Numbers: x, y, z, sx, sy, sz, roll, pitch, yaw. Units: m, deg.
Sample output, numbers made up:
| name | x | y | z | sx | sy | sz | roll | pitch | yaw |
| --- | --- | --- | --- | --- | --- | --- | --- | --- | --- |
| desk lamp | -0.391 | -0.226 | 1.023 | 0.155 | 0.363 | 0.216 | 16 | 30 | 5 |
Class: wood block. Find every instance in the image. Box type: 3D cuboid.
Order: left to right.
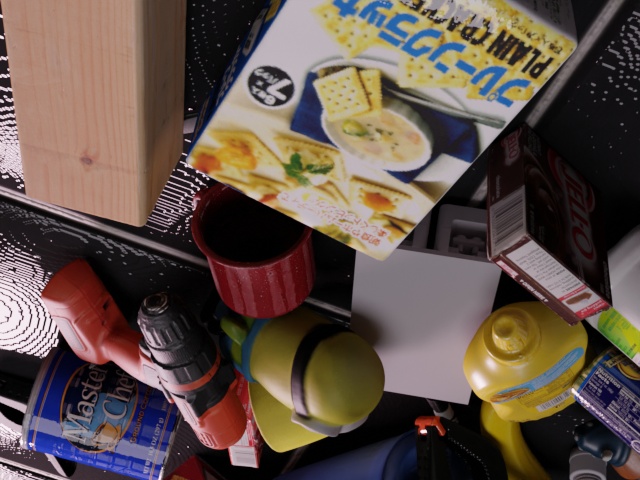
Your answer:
| name | x | y | z | sx | sy | sz | roll | pitch | yaw |
| --- | --- | --- | --- | --- | --- | --- | --- | --- | --- |
| wood block | -0.142 | -0.119 | 0.690 | 0.091 | 0.090 | 0.206 | 15 | 137 | 5 |

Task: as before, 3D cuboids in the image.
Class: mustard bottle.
| name | x | y | z | sx | sy | sz | roll | pitch | yaw |
| --- | --- | --- | --- | --- | --- | --- | --- | --- | --- |
| mustard bottle | 0.160 | 0.090 | 0.821 | 0.096 | 0.058 | 0.191 | -30 | 154 | 9 |

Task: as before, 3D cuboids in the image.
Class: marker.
| name | x | y | z | sx | sy | sz | roll | pitch | yaw |
| --- | --- | --- | --- | --- | --- | --- | --- | --- | --- |
| marker | 0.124 | 0.177 | 1.023 | 0.020 | 0.020 | 0.121 | -7 | 136 | 22 |

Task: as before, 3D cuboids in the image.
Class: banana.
| name | x | y | z | sx | sy | sz | roll | pitch | yaw |
| --- | --- | --- | --- | --- | --- | --- | --- | --- | --- |
| banana | 0.190 | 0.199 | 1.010 | 0.070 | 0.037 | 0.197 | -6 | 131 | 40 |

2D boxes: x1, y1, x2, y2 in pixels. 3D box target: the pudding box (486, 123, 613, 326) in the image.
| name | x | y | z | sx | sy | sz | roll | pitch | yaw |
| --- | --- | --- | --- | --- | --- | --- | --- | --- | --- |
| pudding box | 0.155 | -0.012 | 0.725 | 0.090 | 0.113 | 0.039 | 36 | 132 | -25 |

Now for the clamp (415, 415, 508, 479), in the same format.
| name | x | y | z | sx | sy | sz | roll | pitch | yaw |
| --- | --- | --- | --- | --- | --- | --- | --- | --- | --- |
| clamp | 0.141 | 0.253 | 0.962 | 0.210 | 0.164 | 0.036 | 53 | 149 | -13 |

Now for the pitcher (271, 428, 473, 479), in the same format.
| name | x | y | z | sx | sy | sz | roll | pitch | yaw |
| --- | --- | --- | --- | --- | --- | --- | --- | --- | --- |
| pitcher | 0.031 | 0.271 | 1.054 | 0.149 | 0.145 | 0.243 | 38 | 143 | -21 |

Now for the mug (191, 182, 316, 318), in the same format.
| name | x | y | z | sx | sy | sz | roll | pitch | yaw |
| --- | --- | --- | --- | --- | --- | --- | --- | --- | --- |
| mug | -0.055 | 0.001 | 0.828 | 0.117 | 0.093 | 0.081 | 33 | 153 | 27 |

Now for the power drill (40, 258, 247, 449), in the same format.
| name | x | y | z | sx | sy | sz | roll | pitch | yaw |
| --- | --- | --- | --- | --- | --- | --- | --- | --- | --- |
| power drill | -0.153 | 0.083 | 0.901 | 0.188 | 0.057 | 0.184 | 26 | 148 | 36 |

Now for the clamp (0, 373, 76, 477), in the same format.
| name | x | y | z | sx | sy | sz | roll | pitch | yaw |
| --- | --- | --- | --- | --- | --- | --- | --- | --- | --- |
| clamp | -0.301 | 0.203 | 1.158 | 0.171 | 0.039 | 0.120 | 38 | 130 | -17 |

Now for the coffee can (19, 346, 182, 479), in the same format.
| name | x | y | z | sx | sy | sz | roll | pitch | yaw |
| --- | --- | --- | --- | --- | --- | --- | --- | --- | --- |
| coffee can | -0.209 | 0.172 | 1.046 | 0.140 | 0.102 | 0.103 | 16 | 140 | -4 |

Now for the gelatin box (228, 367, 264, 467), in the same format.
| name | x | y | z | sx | sy | sz | roll | pitch | yaw |
| --- | --- | --- | --- | --- | --- | --- | --- | --- | --- |
| gelatin box | -0.068 | 0.162 | 1.019 | 0.030 | 0.073 | 0.089 | 6 | 138 | 8 |
